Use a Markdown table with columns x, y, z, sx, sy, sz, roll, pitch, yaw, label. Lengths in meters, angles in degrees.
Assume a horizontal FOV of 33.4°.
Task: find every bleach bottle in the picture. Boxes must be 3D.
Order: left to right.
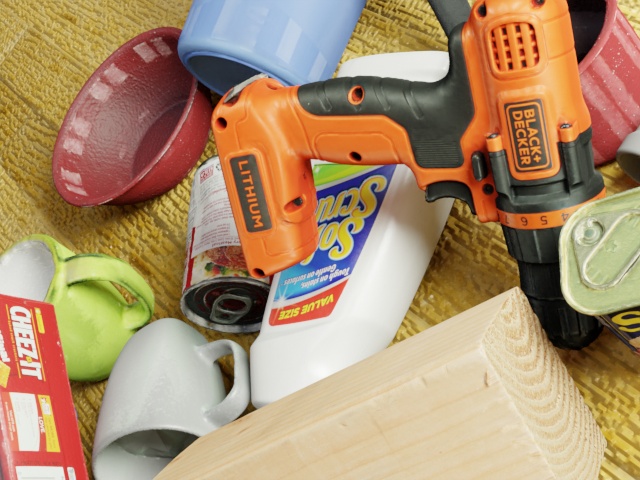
| x | y | z | sx | sy | sz | roll | pitch | yaw | label |
| --- | --- | --- | --- | --- | --- | --- | --- | --- | --- |
| 0.022 | 0.013 | 0.631 | 0.103 | 0.068 | 0.250 | 4 | 70 | 41 | bleach bottle |

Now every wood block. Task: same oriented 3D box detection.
| x | y | z | sx | sy | sz | roll | pitch | yaw | label |
| --- | --- | --- | --- | --- | --- | --- | --- | --- | --- |
| 0.021 | 0.114 | 0.520 | 0.206 | 0.090 | 0.091 | -28 | 93 | 25 | wood block |

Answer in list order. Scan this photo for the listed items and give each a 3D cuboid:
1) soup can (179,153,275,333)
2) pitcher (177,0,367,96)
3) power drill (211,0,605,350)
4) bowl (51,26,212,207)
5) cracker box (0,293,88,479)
| x | y | z | sx | sy | sz | roll | pitch | yaw | label |
| --- | --- | --- | --- | --- | --- | --- | --- | --- | --- |
| -0.055 | 0.001 | 0.702 | 0.069 | 0.068 | 0.102 | -22 | 50 | 30 | soup can |
| -0.021 | -0.222 | 0.769 | 0.149 | 0.144 | 0.243 | 9 | 73 | 46 | pitcher |
| 0.048 | -0.026 | 0.544 | 0.188 | 0.184 | 0.057 | -6 | 17 | 22 | power drill |
| -0.138 | -0.087 | 0.844 | 0.162 | 0.055 | 0.162 | -23 | 50 | 31 | bowl |
| -0.243 | 0.151 | 0.661 | 0.214 | 0.072 | 0.164 | -30 | 64 | 25 | cracker box |
